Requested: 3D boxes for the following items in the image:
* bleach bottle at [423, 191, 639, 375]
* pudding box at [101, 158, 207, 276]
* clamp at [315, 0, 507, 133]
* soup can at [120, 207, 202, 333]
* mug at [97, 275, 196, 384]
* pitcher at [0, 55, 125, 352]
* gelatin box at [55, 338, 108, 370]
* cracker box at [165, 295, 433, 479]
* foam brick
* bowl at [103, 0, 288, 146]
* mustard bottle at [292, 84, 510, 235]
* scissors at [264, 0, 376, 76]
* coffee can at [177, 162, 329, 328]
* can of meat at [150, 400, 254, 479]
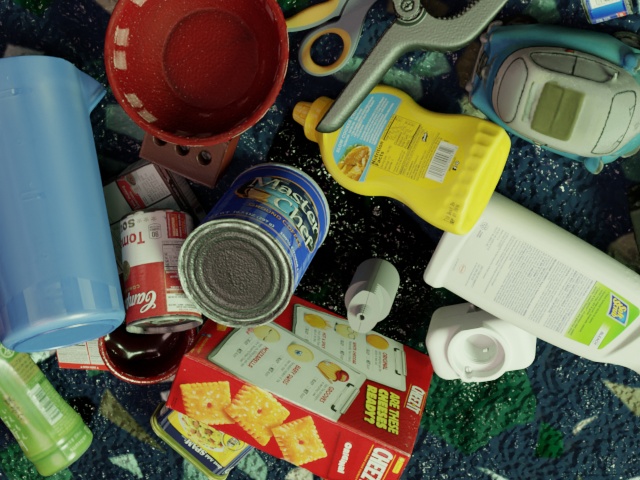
[{"bbox_3d":[0.219,0.055,0.913,0.251,0.068,0.103,33,117,17],"label":"bleach bottle"},{"bbox_3d":[-0.175,-0.025,1.031,0.114,0.039,0.090,-23,107,24],"label":"pudding box"},{"bbox_3d":[0.061,-0.200,0.867,0.210,0.036,0.164,-23,103,8],"label":"clamp"},{"bbox_3d":[-0.144,0.028,0.961,0.069,0.068,0.102,-11,75,18],"label":"soup can"},{"bbox_3d":[-0.166,0.088,1.044,0.117,0.082,0.093,38,93,-25],"label":"mug"},{"bbox_3d":[-0.261,-0.027,0.939,0.149,0.144,0.243,-23,76,30],"label":"pitcher"},{"bbox_3d":[-0.239,0.089,1.102,0.073,0.030,0.089,1,112,15],"label":"gelatin box"},{"bbox_3d":[-0.013,0.132,0.989,0.213,0.164,0.072,24,118,3],"label":"cracker box"},{"bbox_3d":[-0.118,-0.092,0.978,0.078,0.051,0.053,23,117,3],"label":"foam brick"},{"bbox_3d":[-0.102,-0.161,0.925,0.162,0.055,0.162,0,93,8],"label":"bowl"},{"bbox_3d":[0.058,-0.081,0.916,0.192,0.058,0.096,24,89,25],"label":"mustard bottle"},{"bbox_3d":[0.050,-0.198,0.909,0.202,0.016,0.096,-8,113,17],"label":"scissors"},{"bbox_3d":[-0.056,0.001,0.954,0.103,0.140,0.103,5,115,12],"label":"coffee can"},{"bbox_3d":[-0.108,0.184,1.096,0.102,0.057,0.084,42,115,-6],"label":"can of meat"}]
